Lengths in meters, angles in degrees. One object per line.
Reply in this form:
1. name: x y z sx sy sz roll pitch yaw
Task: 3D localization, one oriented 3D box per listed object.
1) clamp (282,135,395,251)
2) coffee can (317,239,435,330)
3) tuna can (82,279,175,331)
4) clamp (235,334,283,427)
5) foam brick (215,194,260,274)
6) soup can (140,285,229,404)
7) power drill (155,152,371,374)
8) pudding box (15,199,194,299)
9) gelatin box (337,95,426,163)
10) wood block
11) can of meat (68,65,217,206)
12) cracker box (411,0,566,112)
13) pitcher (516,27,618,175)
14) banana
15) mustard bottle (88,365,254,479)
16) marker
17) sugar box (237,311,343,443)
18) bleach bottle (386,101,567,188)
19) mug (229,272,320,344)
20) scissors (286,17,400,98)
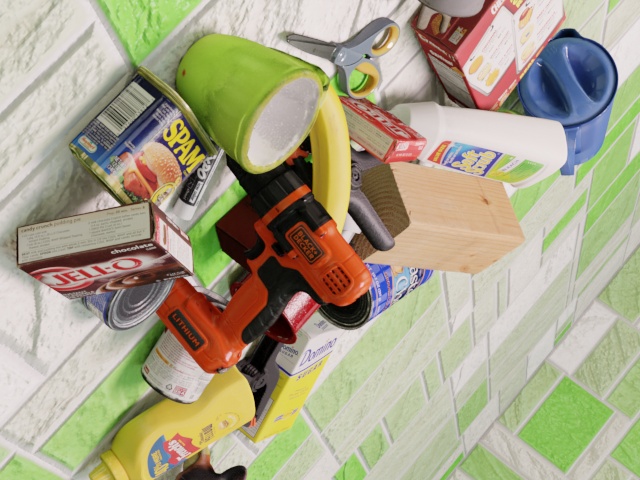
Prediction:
1. clamp: 0.030 -0.073 1.105 0.171 0.039 0.120 32 58 -40
2. coffee can: 0.064 0.036 1.318 0.140 0.103 0.103 -30 149 -43
3. tuna can: -0.168 0.038 0.951 0.086 0.034 0.086 -42 156 -24
4. clamp: -0.078 0.154 1.301 0.164 0.036 0.210 -38 151 -27
5. foam brick: -0.057 0.001 1.059 0.053 0.078 0.051 -44 155 -21
6. soup can: -0.130 0.107 1.087 0.102 0.068 0.068 -57 158 11
7. power drill: -0.071 0.020 0.989 0.188 0.184 0.057 -40 176 21
8. pudding box: -0.166 0.009 0.828 0.113 0.039 0.090 -13 160 9
9. gelatin box: 0.056 -0.114 1.091 0.073 0.089 0.030 -10 133 -59
10. wood block: 0.134 -0.025 1.263 0.205 0.091 0.090 7 146 -42
11. can of meat: -0.136 -0.071 0.821 0.084 0.057 0.102 -46 157 -8
12. cracker box: 0.193 -0.245 1.193 0.164 0.072 0.213 -53 157 0
13. pitcher: 0.355 -0.179 1.533 0.149 0.145 0.242 -45 161 1
14. banana: 0.001 -0.077 1.026 0.069 0.037 0.198 -22 111 -42
15. mustard bottle: -0.164 0.210 1.161 0.191 0.058 0.096 -30 149 -20
16. marker: -0.098 -0.073 0.942 0.020 0.020 0.121 -10 133 -59
17. sugar box: -0.039 0.179 1.406 0.093 0.048 0.176 -12 136 -59
18. bleach bottle: 0.160 -0.115 1.230 0.250 0.068 0.103 6 160 -30
19. mug: -0.041 0.044 1.153 0.081 0.093 0.117 -48 140 -24
20. scissors: 0.029 -0.192 1.020 0.096 0.016 0.201 -55 158 1
